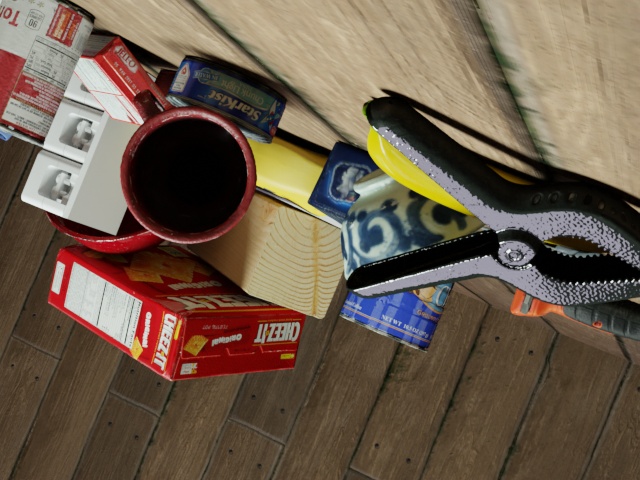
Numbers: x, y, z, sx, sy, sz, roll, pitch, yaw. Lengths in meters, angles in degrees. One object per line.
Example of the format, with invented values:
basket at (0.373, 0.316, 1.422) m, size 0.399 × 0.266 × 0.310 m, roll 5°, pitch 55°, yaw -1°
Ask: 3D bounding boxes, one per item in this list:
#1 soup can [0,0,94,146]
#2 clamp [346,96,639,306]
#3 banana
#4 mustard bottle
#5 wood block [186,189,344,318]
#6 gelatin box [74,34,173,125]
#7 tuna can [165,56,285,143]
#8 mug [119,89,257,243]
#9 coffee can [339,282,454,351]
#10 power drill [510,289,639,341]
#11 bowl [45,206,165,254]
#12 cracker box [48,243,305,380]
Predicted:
soup can at (-0.214, -0.128, 0.777) m, size 0.068 × 0.102 × 0.068 m, roll 23°, pitch 178°, yaw 1°
clamp at (0.114, 0.002, 0.656) m, size 0.210 × 0.036 × 0.165 m, roll 17°, pitch 139°, yaw 2°
banana at (0.107, -0.032, 0.681) m, size 0.197 × 0.037 × 0.070 m, roll 23°, pitch 178°, yaw -7°
mustard bottle at (-0.071, -0.084, 0.999) m, size 0.191 × 0.058 × 0.096 m, roll 24°, pitch -177°, yaw -13°
wood block at (-0.057, 0.001, 1.104) m, size 0.090 × 0.091 × 0.206 m, roll 21°, pitch -178°, yaw -26°
gelatin box at (-0.166, -0.131, 0.866) m, size 0.073 × 0.030 × 0.089 m, roll 53°, pitch 162°, yaw -29°
tuna can at (-0.069, -0.104, 0.793) m, size 0.086 × 0.034 × 0.086 m, roll 23°, pitch 178°, yaw 1°
mug at (-0.096, -0.056, 0.759) m, size 0.117 × 0.093 × 0.081 m, roll 54°, pitch -178°, yaw -2°
coffee can at (0.094, 0.036, 1.150) m, size 0.103 × 0.140 × 0.103 m, roll 23°, pitch 178°, yaw 1°
power drill at (0.276, 0.066, 0.993) m, size 0.188 × 0.057 × 0.184 m, roll 17°, pitch -177°, yaw 13°
bowl at (-0.195, -0.036, 1.090) m, size 0.162 × 0.161 × 0.055 m, roll 22°, pitch 140°, yaw 30°
cracker box at (-0.146, 0.066, 1.083) m, size 0.214 × 0.072 × 0.163 m, roll 23°, pitch -165°, yaw 41°
